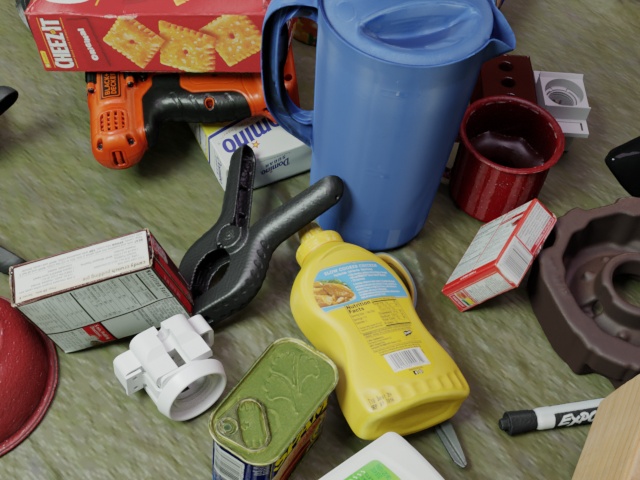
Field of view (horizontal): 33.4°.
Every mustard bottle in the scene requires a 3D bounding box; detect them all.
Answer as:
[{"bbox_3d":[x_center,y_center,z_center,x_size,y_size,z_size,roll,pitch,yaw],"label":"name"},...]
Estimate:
[{"bbox_3d":[0.030,0.060,0.829,0.096,0.058,0.192,-9,53,-29],"label":"mustard bottle"}]

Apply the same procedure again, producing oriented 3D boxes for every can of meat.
[{"bbox_3d":[-0.035,0.134,0.770,0.057,0.084,0.102,30,55,16],"label":"can of meat"}]

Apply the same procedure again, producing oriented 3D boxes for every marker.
[{"bbox_3d":[0.198,0.136,0.837,0.121,0.020,0.020,-6,53,-11],"label":"marker"}]

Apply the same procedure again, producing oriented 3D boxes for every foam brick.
[{"bbox_3d":[0.175,-0.134,1.025,0.053,0.051,0.078,3,52,-4],"label":"foam brick"}]

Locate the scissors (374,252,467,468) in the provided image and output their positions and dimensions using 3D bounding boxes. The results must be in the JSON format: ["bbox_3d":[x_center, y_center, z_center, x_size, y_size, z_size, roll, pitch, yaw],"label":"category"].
[{"bbox_3d":[0.050,0.094,0.855,0.096,0.016,0.202,-4,53,-8],"label":"scissors"}]

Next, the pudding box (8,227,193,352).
[{"bbox_3d":[-0.163,0.040,0.807,0.113,0.090,0.039,-17,57,5],"label":"pudding box"}]

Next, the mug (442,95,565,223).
[{"bbox_3d":[0.150,-0.070,0.953,0.117,0.081,0.093,8,52,-1],"label":"mug"}]

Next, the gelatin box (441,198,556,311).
[{"bbox_3d":[0.150,0.012,0.893,0.030,0.073,0.089,45,54,-9],"label":"gelatin box"}]

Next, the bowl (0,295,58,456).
[{"bbox_3d":[-0.280,0.089,0.795,0.162,0.055,0.162,3,52,-4],"label":"bowl"}]

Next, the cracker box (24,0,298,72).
[{"bbox_3d":[-0.124,-0.222,0.923,0.214,0.072,0.164,3,49,11],"label":"cracker box"}]

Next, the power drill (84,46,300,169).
[{"bbox_3d":[-0.116,-0.151,0.949,0.187,0.057,0.184,-10,56,0],"label":"power drill"}]

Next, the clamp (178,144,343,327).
[{"bbox_3d":[-0.056,0.001,0.861,0.120,0.039,0.171,9,68,42],"label":"clamp"}]

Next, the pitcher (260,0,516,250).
[{"bbox_3d":[0.043,-0.105,0.865,0.144,0.243,0.149,-28,60,-26],"label":"pitcher"}]

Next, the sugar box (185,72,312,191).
[{"bbox_3d":[-0.080,-0.128,0.993,0.093,0.048,0.176,-21,55,-17],"label":"sugar box"}]
